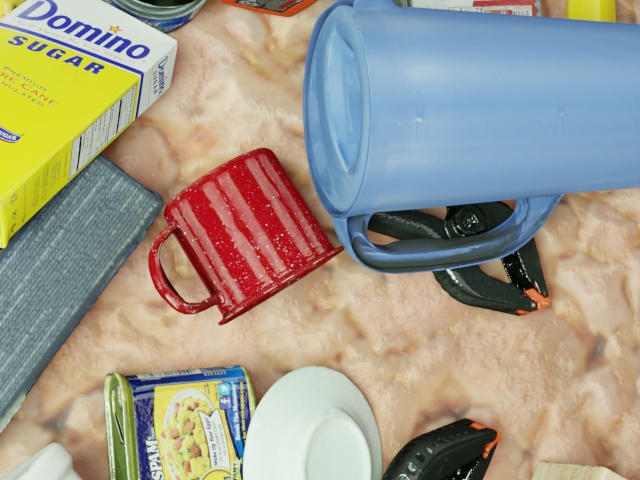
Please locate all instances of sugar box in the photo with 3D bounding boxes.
[{"bbox_3d":[-0.167,-0.079,0.612,0.093,0.048,0.176,28,49,7],"label":"sugar box"}]

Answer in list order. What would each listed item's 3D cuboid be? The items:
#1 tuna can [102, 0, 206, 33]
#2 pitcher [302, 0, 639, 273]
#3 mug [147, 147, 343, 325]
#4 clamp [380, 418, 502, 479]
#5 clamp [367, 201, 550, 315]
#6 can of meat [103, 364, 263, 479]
[{"bbox_3d":[-0.112,-0.181,0.706,0.086,0.034,0.086,3,80,-19],"label":"tuna can"},{"bbox_3d":[0.116,-0.075,0.691,0.242,0.149,0.145,-2,59,-17],"label":"pitcher"},{"bbox_3d":[-0.054,0.001,0.666,0.117,0.093,0.081,-31,87,-25],"label":"mug"},{"bbox_3d":[0.046,0.197,0.675,0.209,0.036,0.164,-37,132,-35],"label":"clamp"},{"bbox_3d":[0.085,-0.007,0.743,0.120,0.039,0.171,-36,87,-15],"label":"clamp"},{"bbox_3d":[-0.083,0.128,0.651,0.083,0.058,0.102,-3,82,-22],"label":"can of meat"}]
